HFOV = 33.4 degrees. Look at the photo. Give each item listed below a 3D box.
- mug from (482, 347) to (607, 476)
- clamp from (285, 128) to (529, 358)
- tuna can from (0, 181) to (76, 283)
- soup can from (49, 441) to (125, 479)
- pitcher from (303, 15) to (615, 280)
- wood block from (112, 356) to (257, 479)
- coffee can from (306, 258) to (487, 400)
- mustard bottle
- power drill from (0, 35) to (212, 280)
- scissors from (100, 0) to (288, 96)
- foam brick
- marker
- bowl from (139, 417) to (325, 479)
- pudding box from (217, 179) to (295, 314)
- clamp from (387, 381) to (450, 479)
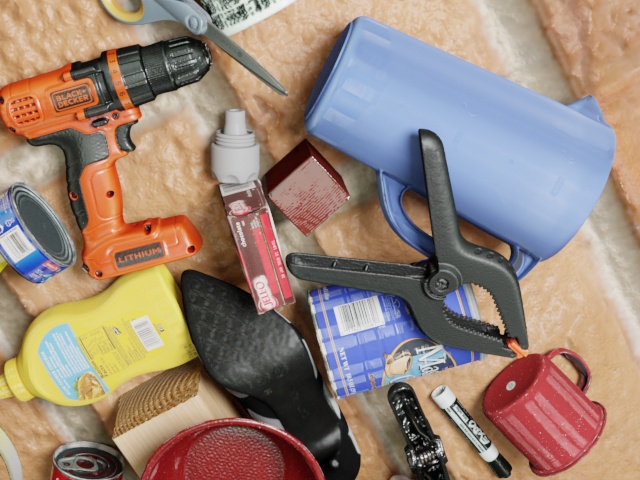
[{"bbox_3d":[0.215,0.153,1.013,0.081,0.093,0.117,45,69,-11],"label":"mug"},{"bbox_3d":[0.100,0.018,0.866,0.210,0.036,0.165,34,113,-13],"label":"clamp"},{"bbox_3d":[-0.250,-0.006,0.918,0.034,0.086,0.086,-32,108,7],"label":"tuna can"},{"bbox_3d":[-0.228,0.252,1.015,0.068,0.068,0.102,11,108,-8],"label":"soup can"},{"bbox_3d":[0.109,-0.080,0.899,0.242,0.149,0.145,25,133,-8],"label":"pitcher"},{"bbox_3d":[-0.099,0.224,1.004,0.091,0.090,0.206,-29,109,5],"label":"wood block"},{"bbox_3d":[0.068,0.076,0.961,0.140,0.103,0.103,-16,109,1],"label":"coffee can"},{"bbox_3d":[-0.211,0.098,0.970,0.191,0.058,0.096,-25,114,4],"label":"mustard bottle"},{"bbox_3d":[-0.163,-0.071,0.920,0.184,0.057,0.187,-15,107,3],"label":"power drill"},{"bbox_3d":[-0.113,-0.172,0.866,0.202,0.016,0.096,52,133,1],"label":"scissors"},{"bbox_3d":[-0.012,-0.047,0.927,0.053,0.078,0.051,-41,105,9],"label":"foam brick"},{"bbox_3d":[0.151,0.190,1.049,0.020,0.020,0.121,-37,107,8],"label":"marker"},{"bbox_3d":[-0.075,0.212,0.922,0.162,0.055,0.162,-1,111,-2],"label":"bowl"},{"bbox_3d":[-0.056,0.001,0.921,0.039,0.113,0.090,-16,109,-2],"label":"pudding box"},{"bbox_3d":[0.099,0.205,0.977,0.039,0.171,0.120,-16,65,9],"label":"clamp"}]
